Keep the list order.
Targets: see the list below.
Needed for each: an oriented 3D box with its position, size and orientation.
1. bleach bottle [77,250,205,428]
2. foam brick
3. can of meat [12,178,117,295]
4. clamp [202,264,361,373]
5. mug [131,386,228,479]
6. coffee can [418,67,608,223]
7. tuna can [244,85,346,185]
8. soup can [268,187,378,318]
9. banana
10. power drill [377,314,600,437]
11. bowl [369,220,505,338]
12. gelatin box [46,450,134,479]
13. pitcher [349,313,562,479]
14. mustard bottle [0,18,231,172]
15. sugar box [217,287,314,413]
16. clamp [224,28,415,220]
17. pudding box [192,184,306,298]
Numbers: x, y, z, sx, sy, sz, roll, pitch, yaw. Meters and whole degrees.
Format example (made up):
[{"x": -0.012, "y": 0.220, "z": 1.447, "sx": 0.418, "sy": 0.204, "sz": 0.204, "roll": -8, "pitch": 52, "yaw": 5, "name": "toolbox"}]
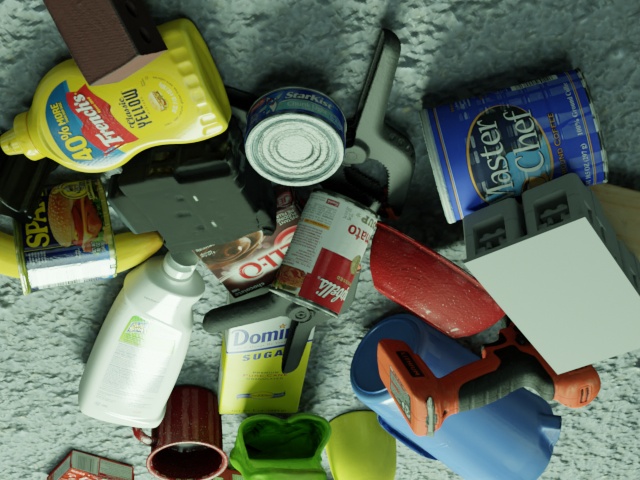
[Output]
[{"x": -0.173, "y": 0.097, "z": 1.102, "sx": 0.102, "sy": 0.068, "sz": 0.251, "roll": 14, "pitch": 134, "yaw": -20, "name": "bleach bottle"}, {"x": -0.162, "y": -0.163, "z": 0.805, "sx": 0.051, "sy": 0.053, "sz": 0.078, "roll": -26, "pitch": 96, "yaw": 20, "name": "foam brick"}, {"x": -0.229, "y": -0.006, "z": 0.952, "sx": 0.083, "sy": 0.102, "sz": 0.057, "roll": -8, "pitch": 139, "yaw": -13, "name": "can of meat"}, {"x": -0.018, "y": 0.070, "z": 1.059, "sx": 0.172, "sy": 0.039, "sz": 0.120, "roll": -31, "pitch": 135, "yaw": 22, "name": "clamp"}, {"x": -0.164, "y": 0.218, "z": 1.225, "sx": 0.117, "sy": 0.081, "sz": 0.093, "roll": 21, "pitch": 131, "yaw": -27, "name": "mug"}, {"x": 0.166, "y": -0.081, "z": 0.924, "sx": 0.140, "sy": 0.103, "sz": 0.103, "roll": -15, "pitch": 137, "yaw": 8, "name": "coffee can"}, {"x": -0.021, "y": -0.086, "z": 0.896, "sx": 0.086, "sy": 0.033, "sz": 0.086, "roll": 2, "pitch": 137, "yaw": 1, "name": "tuna can"}, {"x": 0.004, "y": 0.011, "z": 0.973, "sx": 0.068, "sy": 0.102, "sz": 0.068, "roll": 23, "pitch": 174, "yaw": 2, "name": "soup can"}, {"x": -0.253, "y": 0.010, "z": 1.020, "sx": 0.197, "sy": 0.037, "sz": 0.070, "roll": 7, "pitch": 136, "yaw": -14, "name": "banana"}, {"x": 0.155, "y": 0.111, "z": 1.052, "sx": 0.187, "sy": 0.184, "sz": 0.057, "roll": -15, "pitch": 124, "yaw": -12, "name": "power drill"}, {"x": 0.103, "y": 0.046, "z": 1.012, "sx": 0.162, "sy": 0.162, "sz": 0.055, "roll": 34, "pitch": 87, "yaw": -36, "name": "bowl"}, {"x": -0.289, "y": 0.303, "z": 1.340, "sx": 0.089, "sy": 0.030, "sz": 0.073, "roll": 24, "pitch": 130, "yaw": -29, "name": "gelatin box"}, {"x": 0.139, "y": 0.185, "z": 1.202, "sx": 0.242, "sy": 0.145, "sz": 0.149, "roll": 37, "pitch": 93, "yaw": -33, "name": "pitcher"}, {"x": -0.177, "y": -0.108, "z": 0.881, "sx": 0.192, "sy": 0.058, "sz": 0.096, "roll": -17, "pitch": 118, "yaw": 13, "name": "mustard bottle"}, {"x": -0.061, "y": 0.123, "z": 1.160, "sx": 0.093, "sy": 0.048, "sz": 0.176, "roll": 0, "pitch": 139, "yaw": -10, "name": "sugar box"}, {"x": 0.016, "y": -0.088, "z": 0.946, "sx": 0.165, "sy": 0.036, "sz": 0.210, "roll": -11, "pitch": 139, "yaw": 16, "name": "clamp"}, {"x": -0.057, "y": 0.001, "z": 1.033, "sx": 0.114, "sy": 0.039, "sz": 0.090, "roll": -21, "pitch": 136, "yaw": 15, "name": "pudding box"}]
